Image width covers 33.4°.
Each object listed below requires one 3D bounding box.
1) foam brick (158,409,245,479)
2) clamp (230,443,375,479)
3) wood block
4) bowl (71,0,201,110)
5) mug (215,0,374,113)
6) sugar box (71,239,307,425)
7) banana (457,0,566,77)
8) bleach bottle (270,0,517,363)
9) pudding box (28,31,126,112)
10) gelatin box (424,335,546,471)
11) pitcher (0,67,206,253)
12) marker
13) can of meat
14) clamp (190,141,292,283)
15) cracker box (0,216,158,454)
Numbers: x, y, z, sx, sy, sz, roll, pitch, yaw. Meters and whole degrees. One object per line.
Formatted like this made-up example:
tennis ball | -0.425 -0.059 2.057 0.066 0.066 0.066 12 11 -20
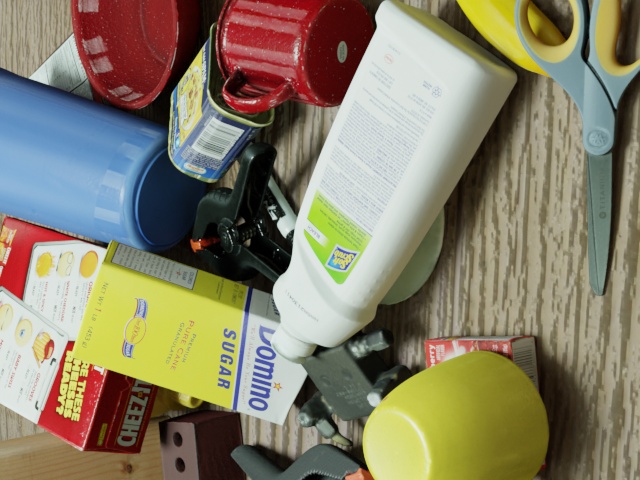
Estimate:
foam brick | -0.102 0.190 0.924 0.053 0.051 0.078 -8 87 47
clamp | -0.028 0.215 0.794 0.210 0.036 0.164 -27 39 49
wood block | -0.239 0.221 0.962 0.090 0.205 0.091 -10 86 47
bowl | -0.153 -0.197 0.936 0.162 0.055 0.162 14 110 44
mug | -0.022 -0.134 0.768 0.082 0.117 0.093 19 147 40
sugar box | -0.094 0.073 0.826 0.048 0.176 0.093 -81 12 -62
banana | 0.105 -0.186 0.675 0.070 0.037 0.198 -23 77 46
bleach bottle | 0.029 -0.028 0.725 0.103 0.067 0.251 44 115 35
pudding box | -0.243 -0.144 1.058 0.114 0.039 0.090 -27 74 43
gelatin box | 0.108 0.108 0.704 0.073 0.030 0.089 -6 89 48
pitcher | -0.221 -0.064 0.960 0.243 0.149 0.145 18 107 29
marker | -0.036 -0.030 0.856 0.020 0.020 0.121 -53 57 36
can of meat | -0.081 -0.109 0.853 0.084 0.057 0.102 -46 35 42
clamp | -0.056 0.001 0.848 0.172 0.039 0.120 -31 75 63
cracker box | -0.223 0.080 0.952 0.214 0.072 0.164 14 88 43
